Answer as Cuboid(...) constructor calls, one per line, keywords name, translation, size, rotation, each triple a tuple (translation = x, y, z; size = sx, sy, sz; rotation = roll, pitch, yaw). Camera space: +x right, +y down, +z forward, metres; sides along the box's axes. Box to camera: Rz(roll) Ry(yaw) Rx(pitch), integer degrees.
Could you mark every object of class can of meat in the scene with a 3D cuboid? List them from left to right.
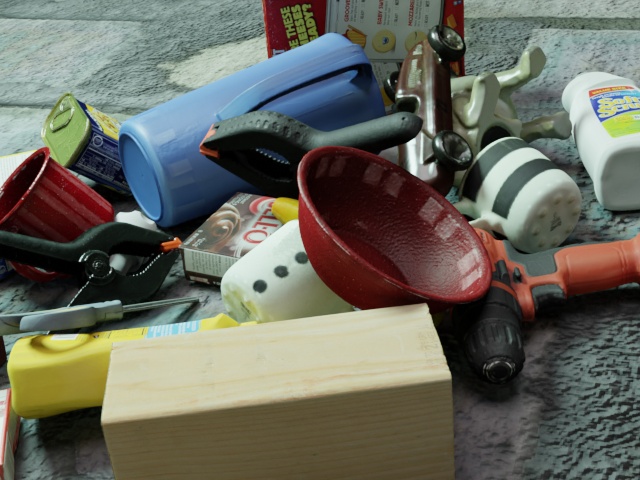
Cuboid(name="can of meat", translation=(-0.224, -0.095, 1.074), size=(0.083, 0.057, 0.102), rotation=(26, 14, -37))

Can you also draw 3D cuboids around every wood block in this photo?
Cuboid(name="wood block", translation=(-0.025, 0.110, 0.678), size=(0.206, 0.091, 0.090), rotation=(-7, 29, -2))

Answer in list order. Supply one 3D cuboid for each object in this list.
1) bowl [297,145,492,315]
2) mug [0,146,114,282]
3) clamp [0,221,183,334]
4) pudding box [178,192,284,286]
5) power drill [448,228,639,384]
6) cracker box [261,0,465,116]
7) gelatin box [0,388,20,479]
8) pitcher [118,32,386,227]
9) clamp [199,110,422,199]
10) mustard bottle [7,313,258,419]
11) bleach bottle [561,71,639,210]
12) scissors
Cuboid(name="bowl", translation=(0.042, 0.004, 0.768), size=(0.162, 0.055, 0.162), rotation=(24, 31, -16))
Cuboid(name="mug", translation=(-0.235, -0.013, 0.920), size=(0.093, 0.081, 0.117), rotation=(-33, 31, 30))
Cuboid(name="clamp", translation=(-0.195, 0.021, 0.871), size=(0.171, 0.120, 0.039), rotation=(-28, -4, -41))
Cuboid(name="pudding box", translation=(-0.056, 0.001, 0.930), size=(0.090, 0.039, 0.113), rotation=(9, 33, 22))
Cuboid(name="power drill", translation=(0.189, 0.040, 0.798), size=(0.187, 0.057, 0.184), rotation=(-4, 29, 3))
Cuboid(name="cracker box", translation=(0.048, -0.215, 1.169), size=(0.213, 0.164, 0.072), rotation=(-8, 28, -4))
Cuboid(name="gelatin box", translation=(-0.245, 0.142, 0.724), size=(0.073, 0.030, 0.089), rotation=(-11, 29, -6))
Cuboid(name="pitcher", translation=(-0.064, -0.108, 1.026), size=(0.242, 0.149, 0.145), rotation=(-24, 34, -24))
Cuboid(name="clamp", translation=(-0.003, -0.068, 0.883), size=(0.210, 0.164, 0.036), rotation=(19, 57, 13))
Cuboid(name="mustard bottle", translation=(-0.117, 0.086, 0.761), size=(0.191, 0.058, 0.096), rotation=(-7, 1, -3))
Cuboid(name="bleach bottle", translation=(0.287, -0.113, 1.050), size=(0.102, 0.068, 0.251), rotation=(-5, 27, -1))
Cuboid(name="scissors", translation=(-0.156, 0.053, 0.795), size=(0.201, 0.016, 0.096), rotation=(-6, 0, -36))
